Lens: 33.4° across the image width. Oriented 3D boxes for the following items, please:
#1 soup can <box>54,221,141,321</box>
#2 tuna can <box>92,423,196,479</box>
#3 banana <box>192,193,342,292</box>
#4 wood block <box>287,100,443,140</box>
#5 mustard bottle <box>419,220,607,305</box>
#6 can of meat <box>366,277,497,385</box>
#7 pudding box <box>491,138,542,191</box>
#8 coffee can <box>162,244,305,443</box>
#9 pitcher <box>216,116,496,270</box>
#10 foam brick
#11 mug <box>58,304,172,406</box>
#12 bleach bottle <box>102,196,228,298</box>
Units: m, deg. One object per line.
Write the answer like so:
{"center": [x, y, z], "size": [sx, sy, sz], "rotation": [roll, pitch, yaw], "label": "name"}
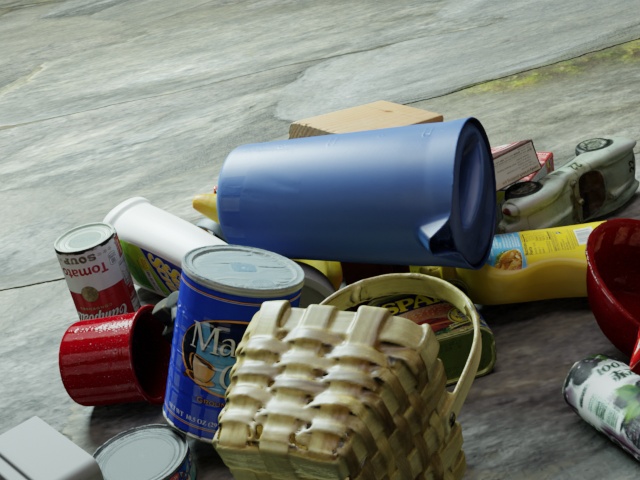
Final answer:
{"center": [-0.237, 0.040, 1.138], "size": [0.068, 0.102, 0.068], "rotation": [-10, 27, 5], "label": "soup can"}
{"center": [-0.146, 0.191, 0.880], "size": [0.086, 0.034, 0.086], "rotation": [-11, 27, 5], "label": "tuna can"}
{"center": [-0.043, 0.000, 1.088], "size": [0.198, 0.037, 0.069], "rotation": [36, 30, 26], "label": "banana"}
{"center": [0.052, -0.096, 1.203], "size": [0.091, 0.090, 0.205], "rotation": [18, 22, 27], "label": "wood block"}
{"center": [0.190, 0.024, 1.008], "size": [0.191, 0.058, 0.096], "rotation": [-6, 26, 6], "label": "mustard bottle"}
{"center": [0.097, 0.086, 0.948], "size": [0.102, 0.057, 0.084], "rotation": [-15, 29, -4], "label": "can of meat"}
{"center": [0.156, -0.064, 1.095], "size": [0.113, 0.039, 0.090], "rotation": [-28, 8, -24], "label": "pudding box"}
{"center": [-0.074, 0.086, 0.900], "size": [0.103, 0.140, 0.103], "rotation": [9, 18, -3], "label": "coffee can"}
{"center": [0.036, -0.045, 0.981], "size": [0.243, 0.145, 0.149], "rotation": [0, -9, 25], "label": "pitcher"}
{"center": [0.057, 0.039, 1.034], "size": [0.053, 0.078, 0.051], "rotation": [0, 29, 20], "label": "foam brick"}
{"center": [-0.186, 0.107, 1.006], "size": [0.082, 0.093, 0.117], "rotation": [-9, 17, 19], "label": "mug"}
{"center": [-0.127, 0.027, 1.111], "size": [0.068, 0.102, 0.251], "rotation": [-39, 35, -28], "label": "bleach bottle"}
